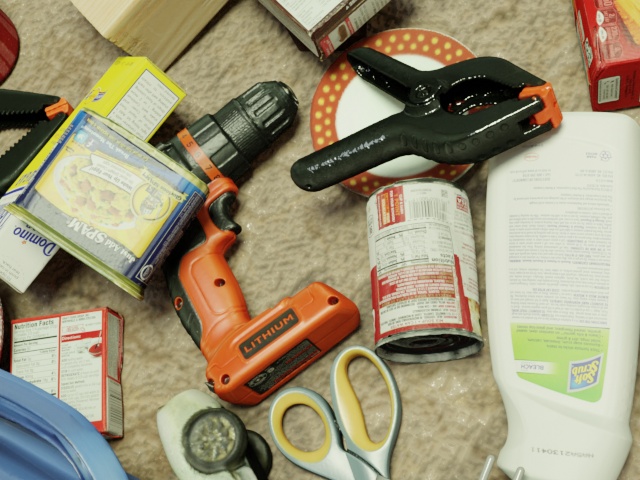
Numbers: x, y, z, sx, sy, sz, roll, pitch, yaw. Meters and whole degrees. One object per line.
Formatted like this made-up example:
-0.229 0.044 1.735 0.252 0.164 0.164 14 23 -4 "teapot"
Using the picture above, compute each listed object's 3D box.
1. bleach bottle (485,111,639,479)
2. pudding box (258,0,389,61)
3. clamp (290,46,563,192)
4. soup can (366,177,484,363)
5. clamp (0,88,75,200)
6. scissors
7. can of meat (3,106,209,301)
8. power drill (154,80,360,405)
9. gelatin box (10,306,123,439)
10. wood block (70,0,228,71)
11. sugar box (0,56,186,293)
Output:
0.140 0.050 0.646 0.103 0.068 0.251 1 75 24 "bleach bottle"
-0.004 -0.191 0.726 0.090 0.039 0.114 -42 64 0 "pudding box"
0.061 -0.073 0.666 0.172 0.039 0.120 9 63 41 "clamp"
0.064 0.020 0.673 0.068 0.068 0.102 -7 69 12 "soup can"
-0.286 -0.067 0.816 0.210 0.036 0.164 -28 66 3 "clamp"
0.020 0.165 0.662 0.096 0.016 0.202 -12 68 13 "scissors"
-0.133 -0.024 0.677 0.102 0.057 0.084 34 83 0 "can of meat"
-0.055 0.001 0.719 0.184 0.057 0.188 -39 63 4 "power drill"
-0.174 0.094 0.732 0.073 0.030 0.089 -9 69 13 "gelatin box"
-0.092 -0.235 0.773 0.206 0.090 0.091 -46 68 7 "wood block"
-0.174 -0.051 0.750 0.176 0.048 0.093 -50 22 -8 "sugar box"
